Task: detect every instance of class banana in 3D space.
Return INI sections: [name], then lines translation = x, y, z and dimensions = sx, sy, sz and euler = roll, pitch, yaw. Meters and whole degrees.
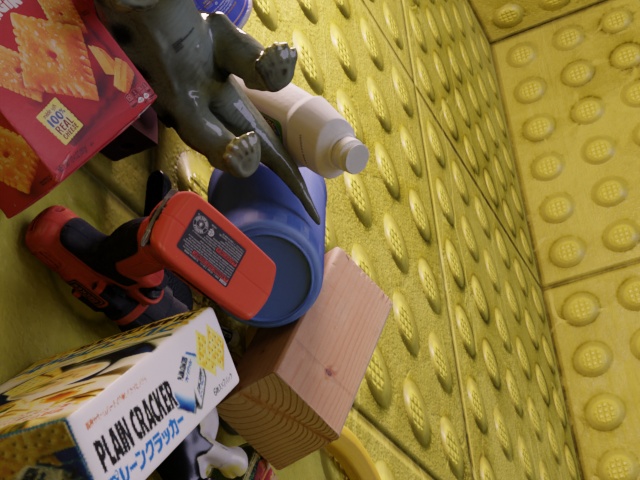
[banana]
translation = 0.043, 0.282, 1.302
dimensions = 0.198, 0.037, 0.069
euler = 65, 20, -20

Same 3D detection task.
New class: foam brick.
[foam brick]
translation = -0.194, -0.117, 0.993
dimensions = 0.078, 0.053, 0.051
euler = 37, 39, -57

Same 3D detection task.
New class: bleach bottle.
[bleach bottle]
translation = -0.043, -0.113, 1.040
dimensions = 0.251, 0.068, 0.102
euler = 31, -28, 43

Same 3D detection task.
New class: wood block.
[wood block]
translation = -0.011, 0.110, 1.050
dimensions = 0.090, 0.090, 0.205
euler = 46, 35, -13

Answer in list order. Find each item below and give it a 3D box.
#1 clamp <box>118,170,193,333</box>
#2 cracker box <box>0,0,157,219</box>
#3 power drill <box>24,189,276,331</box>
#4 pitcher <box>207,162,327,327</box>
[clamp]
translation = -0.165, 0.032, 0.942
dimensions = 0.120, 0.039, 0.171
euler = -20, 100, -38
[cracker box]
translation = -0.236, -0.146, 0.784
dimensions = 0.213, 0.072, 0.164
euler = 53, 32, -13
[power drill]
translation = -0.122, 0.032, 0.835
dimensions = 0.184, 0.188, 0.057
euler = 41, 57, -29
[pitcher]
translation = -0.057, 0.001, 1.081
dimensions = 0.149, 0.145, 0.243
euler = 61, 9, -19
